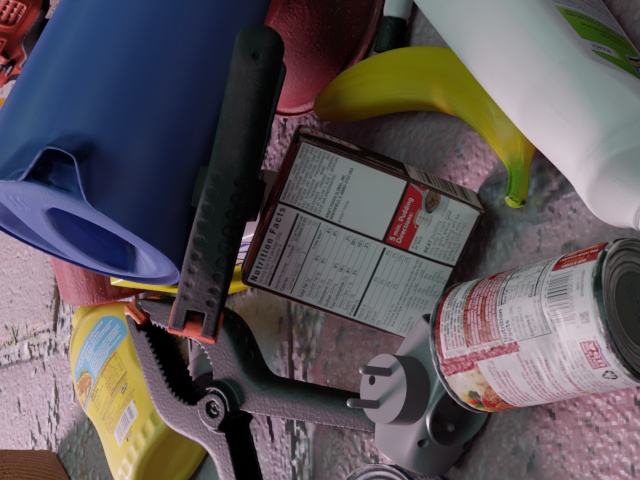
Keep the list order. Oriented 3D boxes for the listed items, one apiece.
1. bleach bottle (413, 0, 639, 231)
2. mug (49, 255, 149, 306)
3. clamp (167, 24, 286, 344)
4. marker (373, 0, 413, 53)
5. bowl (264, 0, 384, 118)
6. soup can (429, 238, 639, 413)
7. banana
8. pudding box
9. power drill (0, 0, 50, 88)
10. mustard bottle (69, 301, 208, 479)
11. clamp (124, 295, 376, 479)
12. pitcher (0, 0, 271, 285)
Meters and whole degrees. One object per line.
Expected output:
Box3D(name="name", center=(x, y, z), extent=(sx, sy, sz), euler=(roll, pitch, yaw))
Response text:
Box3D(name="bleach bottle", center=(0.107, -0.092, 0.515), extent=(0.068, 0.102, 0.251), euler=(-54, 44, 34))
Box3D(name="mug", center=(-0.170, -0.001, 0.848), extent=(0.117, 0.093, 0.081), euler=(-76, -24, -77))
Box3D(name="clamp", center=(-0.047, -0.031, 0.560), extent=(0.120, 0.039, 0.171), euler=(70, -149, -83))
Box3D(name="marker", center=(0.053, -0.170, 0.665), extent=(0.020, 0.020, 0.121), euler=(16, 95, 51))
Box3D(name="bowl", center=(-0.027, -0.168, 0.736), extent=(0.162, 0.055, 0.162), euler=(-16, 70, 48))
Box3D(name="soup can", center=(0.111, 0.042, 0.509), extent=(0.102, 0.068, 0.068), euler=(-21, 66, 46))
Box3D(name="banana", center=(0.062, -0.080, 0.610), extent=(0.069, 0.037, 0.198), euler=(-52, 36, -4))
Box3D(name="pudding box", center=(0.022, -0.002, 0.593), extent=(0.039, 0.113, 0.090), euler=(-95, 27, -72))
Box3D(name="power drill", center=(-0.222, -0.131, 0.861), extent=(0.185, 0.187, 0.057), euler=(-44, 53, 34))
Box3D(name="mustard bottle", center=(-0.149, 0.103, 0.823), extent=(0.192, 0.058, 0.096), euler=(49, 118, 44))
Box3D(name="clamp", center=(-0.058, 0.116, 0.690), extent=(0.210, 0.036, 0.165), euler=(37, 113, 28))
Box3D(name="pitcher", center=(-0.106, -0.101, 0.645), extent=(0.149, 0.144, 0.242), euler=(0, 63, 45))
